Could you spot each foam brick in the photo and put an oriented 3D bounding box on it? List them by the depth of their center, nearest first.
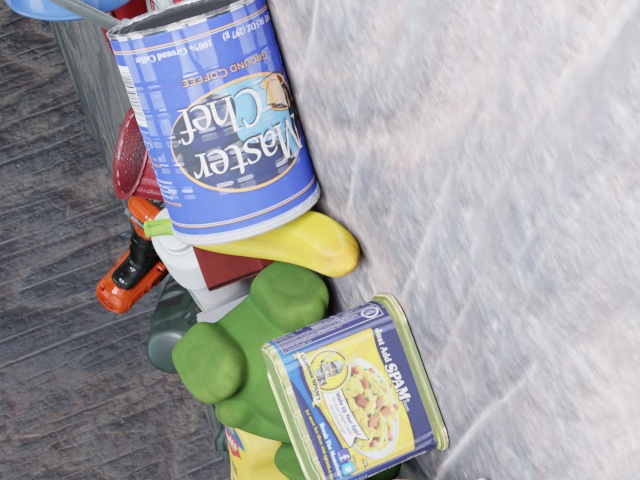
[{"bbox_3d":[-0.055,0.001,0.827,0.078,0.052,0.051,-21,91,48],"label":"foam brick"}]

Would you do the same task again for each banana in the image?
[{"bbox_3d":[-0.034,0.000,0.722,0.198,0.069,0.037,6,115,44],"label":"banana"}]

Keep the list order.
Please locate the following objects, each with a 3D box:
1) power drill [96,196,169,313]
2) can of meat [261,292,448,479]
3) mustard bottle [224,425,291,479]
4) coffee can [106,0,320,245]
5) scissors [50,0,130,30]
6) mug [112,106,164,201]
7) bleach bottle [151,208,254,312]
[{"bbox_3d":[-0.165,-0.020,1.167,0.057,0.184,0.188,35,146,4],"label":"power drill"},{"bbox_3d":[0.019,0.094,0.651,0.057,0.084,0.102,178,72,-77],"label":"can of meat"},{"bbox_3d":[-0.063,0.175,0.994,0.096,0.058,0.192,-119,19,-53],"label":"mustard bottle"},{"bbox_3d":[-0.067,-0.081,0.690,0.103,0.102,0.140,-140,32,-66],"label":"coffee can"},{"bbox_3d":[-0.122,-0.149,0.755,0.201,0.016,0.096,31,158,-21],"label":"scissors"},{"bbox_3d":[-0.146,-0.083,1.014,0.093,0.081,0.117,-67,31,22],"label":"mug"},{"bbox_3d":[-0.118,0.014,1.032,0.102,0.068,0.251,56,176,15],"label":"bleach bottle"}]
